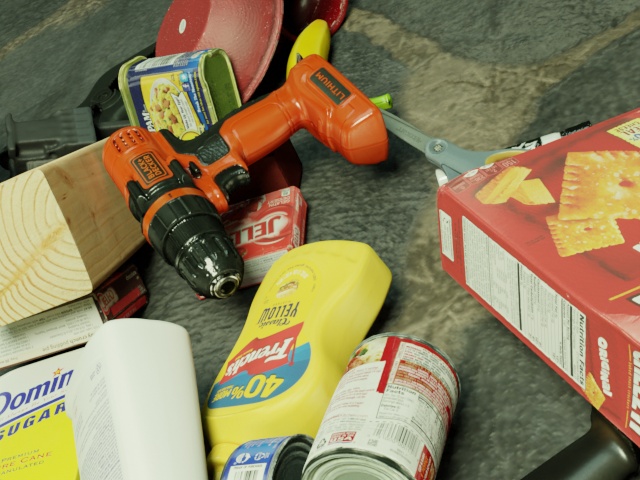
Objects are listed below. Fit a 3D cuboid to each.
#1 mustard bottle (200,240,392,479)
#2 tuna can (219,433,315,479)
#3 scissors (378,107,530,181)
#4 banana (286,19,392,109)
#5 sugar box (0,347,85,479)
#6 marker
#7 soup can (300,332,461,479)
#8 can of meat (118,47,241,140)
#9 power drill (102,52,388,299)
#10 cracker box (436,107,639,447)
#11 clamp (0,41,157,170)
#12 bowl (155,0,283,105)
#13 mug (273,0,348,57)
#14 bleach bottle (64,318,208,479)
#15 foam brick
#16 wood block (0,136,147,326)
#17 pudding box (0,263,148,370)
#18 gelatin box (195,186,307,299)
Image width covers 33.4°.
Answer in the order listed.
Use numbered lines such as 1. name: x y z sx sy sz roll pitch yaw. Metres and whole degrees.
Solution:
1. mustard bottle: -0.025 0.087 0.666 0.096 0.058 0.191 -13 38 38
2. tuna can: -0.021 0.148 0.569 0.034 0.086 0.086 -11 39 24
3. scissors: 0.082 -0.047 0.765 0.202 0.016 0.096 19 65 32
4. banana: 0.004 -0.140 0.943 0.069 0.037 0.198 -24 37 -4
5. sugar box: -0.185 0.150 0.703 0.093 0.048 0.176 -19 38 12
6. marker: 0.143 -0.061 0.772 0.121 0.020 0.020 -18 37 14
7. soup can: 0.035 0.107 0.580 0.069 0.068 0.102 -9 28 24
8. can of meat: -0.117 -0.114 0.932 0.084 0.102 0.057 -4 23 25
9. power drill: -0.048 -0.052 0.769 0.187 0.057 0.185 -27 48 -15
10. cracker box: 0.187 0.009 0.588 0.164 0.072 0.214 -21 33 -16
11. clamp: -0.219 -0.129 1.068 0.165 0.036 0.209 10 53 36
12. bowl: -0.105 -0.188 0.988 0.162 0.055 0.162 -27 53 43
13. mug: -0.038 -0.230 1.044 0.082 0.093 0.117 20 86 51
14. bleach bottle: -0.094 0.168 0.588 0.068 0.103 0.251 7 44 -25
15. foam brick: -0.060 -0.056 0.867 0.078 0.051 0.053 -14 38 17
16. wood block: -0.197 -0.013 0.801 0.091 0.090 0.206 -20 10 8
17. pudding box: -0.196 0.058 0.798 0.113 0.039 0.090 -20 8 13
18. gelatin box: -0.055 0.001 0.814 0.089 0.030 0.073 -16 38 16
